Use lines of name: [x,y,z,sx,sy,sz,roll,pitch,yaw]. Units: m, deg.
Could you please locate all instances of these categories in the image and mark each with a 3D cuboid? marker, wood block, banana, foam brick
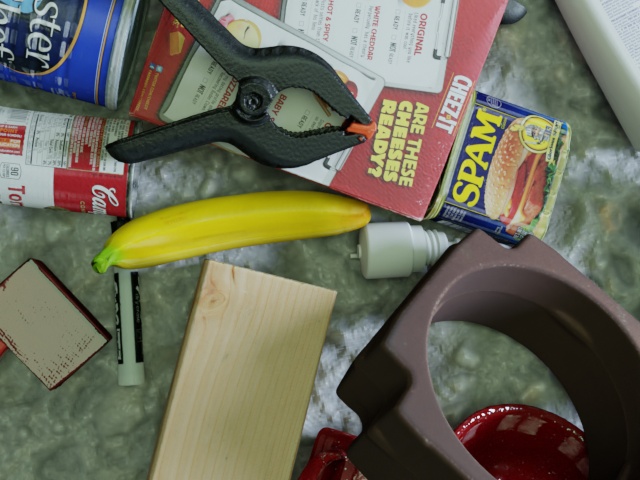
marker: [-0.136,0.041,0.752,0.020,0.020,0.121,-3,88,-7]
wood block: [-0.062,0.124,0.722,0.090,0.090,0.206,14,85,-6]
banana: [-0.065,-0.006,0.740,0.197,0.070,0.037,-13,119,-19]
foam brick: [-0.187,0.057,0.729,0.051,0.053,0.078,-43,92,-7]

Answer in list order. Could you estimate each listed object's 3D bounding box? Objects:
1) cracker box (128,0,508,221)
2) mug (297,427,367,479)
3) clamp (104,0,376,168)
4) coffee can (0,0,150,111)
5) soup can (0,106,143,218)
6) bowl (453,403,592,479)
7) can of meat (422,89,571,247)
cracker box: [-0.004,-0.128,0.736,0.213,0.072,0.164,19,101,-6]
mug: [0.019,0.174,0.722,0.117,0.093,0.081,29,75,-48]
clamp: [-0.053,-0.084,0.687,0.171,0.039,0.120,23,107,-8]
coffee can: [-0.192,-0.154,0.713,0.140,0.103,0.103,14,86,-6]
soup can: [-0.175,-0.054,0.728,0.102,0.068,0.068,6,87,-6]
bowl: [0.140,0.198,0.739,0.162,0.055,0.162,13,53,-18]
can of meat: [0.125,-0.051,0.770,0.084,0.057,0.102,18,85,-8]
